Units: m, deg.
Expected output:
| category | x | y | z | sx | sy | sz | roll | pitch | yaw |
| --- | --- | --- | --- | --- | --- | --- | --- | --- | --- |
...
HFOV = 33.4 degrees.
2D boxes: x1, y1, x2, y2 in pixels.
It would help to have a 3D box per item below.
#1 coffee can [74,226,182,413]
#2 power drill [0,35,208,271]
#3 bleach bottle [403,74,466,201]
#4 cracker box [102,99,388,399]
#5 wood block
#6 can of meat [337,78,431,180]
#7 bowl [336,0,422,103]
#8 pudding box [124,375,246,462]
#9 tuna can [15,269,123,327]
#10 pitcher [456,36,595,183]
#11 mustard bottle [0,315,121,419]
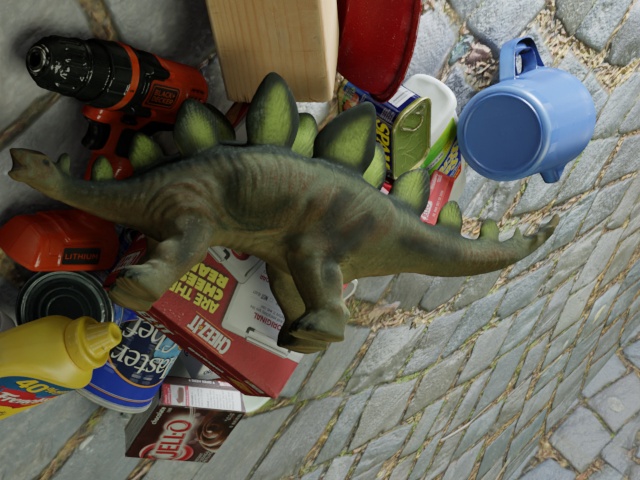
| category | x | y | z | sx | sy | sz | roll | pitch | yaw |
| --- | --- | --- | --- | --- | --- | --- | --- | --- | --- |
| coffee can | -0.167 | 0.071 | 0.971 | 0.140 | 0.103 | 0.102 | -58 | 152 | 11 |
| power drill | -0.182 | -0.066 | 0.834 | 0.184 | 0.057 | 0.188 | 3 | 120 | -58 |
| bleach bottle | 0.137 | -0.101 | 1.290 | 0.102 | 0.068 | 0.250 | -51 | 155 | -3 |
| cracker box | -0.056 | 0.001 | 0.908 | 0.213 | 0.164 | 0.072 | -57 | -161 | -21 |
| wood block | -0.039 | -0.208 | 0.819 | 0.206 | 0.091 | 0.090 | 82 | 11 | -55 |
| can of meat | 0.067 | -0.126 | 1.124 | 0.057 | 0.084 | 0.102 | -41 | 151 | -22 |
| bowl | 0.038 | -0.206 | 0.954 | 0.055 | 0.162 | 0.162 | 3 | 129 | -15 |
| pudding box | -0.136 | 0.179 | 1.059 | 0.089 | 0.039 | 0.114 | 9 | 137 | -25 |
| tuna can | -0.212 | 0.059 | 0.900 | 0.086 | 0.086 | 0.033 | -57 | -176 | 9 |
| pitcher | 0.242 | -0.148 | 1.279 | 0.145 | 0.149 | 0.242 | -56 | 167 | 21 |
| mustard bottle | -0.239 | 0.103 | 0.841 | 0.192 | 0.058 | 0.096 | -22 | 154 | 19 |
